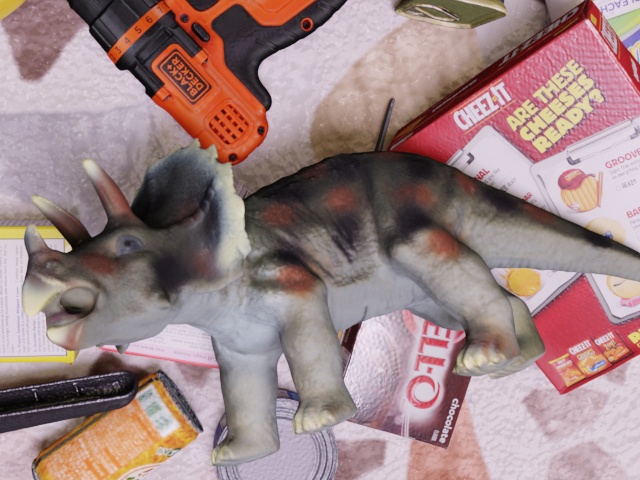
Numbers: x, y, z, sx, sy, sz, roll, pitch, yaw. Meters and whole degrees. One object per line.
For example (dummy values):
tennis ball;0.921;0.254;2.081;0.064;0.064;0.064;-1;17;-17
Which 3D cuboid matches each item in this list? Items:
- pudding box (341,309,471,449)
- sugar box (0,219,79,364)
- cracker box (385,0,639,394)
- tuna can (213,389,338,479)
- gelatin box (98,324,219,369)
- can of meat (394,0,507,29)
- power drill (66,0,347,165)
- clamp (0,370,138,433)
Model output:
pudding box;0.062;0.080;0.751;0.090;0.039;0.113;17;94;-11
sugar box;-0.246;0.033;0.694;0.176;0.048;0.093;1;99;-6
cracker box;0.170;-0.024;0.711;0.164;0.072;0.213;-34;102;26
tuna can;-0.032;0.148;0.747;0.086;0.034;0.086;-1;97;-9
gelatin box;-0.099;0.058;0.705;0.089;0.073;0.030;10;95;-10
can of meat;0.091;-0.188;0.693;0.057;0.102;0.084;11;93;-10
power drill;-0.059;-0.171;0.695;0.187;0.057;0.184;-43;102;0
clamp;-0.245;0.101;0.673;0.210;0.036;0.164;-32;125;13
